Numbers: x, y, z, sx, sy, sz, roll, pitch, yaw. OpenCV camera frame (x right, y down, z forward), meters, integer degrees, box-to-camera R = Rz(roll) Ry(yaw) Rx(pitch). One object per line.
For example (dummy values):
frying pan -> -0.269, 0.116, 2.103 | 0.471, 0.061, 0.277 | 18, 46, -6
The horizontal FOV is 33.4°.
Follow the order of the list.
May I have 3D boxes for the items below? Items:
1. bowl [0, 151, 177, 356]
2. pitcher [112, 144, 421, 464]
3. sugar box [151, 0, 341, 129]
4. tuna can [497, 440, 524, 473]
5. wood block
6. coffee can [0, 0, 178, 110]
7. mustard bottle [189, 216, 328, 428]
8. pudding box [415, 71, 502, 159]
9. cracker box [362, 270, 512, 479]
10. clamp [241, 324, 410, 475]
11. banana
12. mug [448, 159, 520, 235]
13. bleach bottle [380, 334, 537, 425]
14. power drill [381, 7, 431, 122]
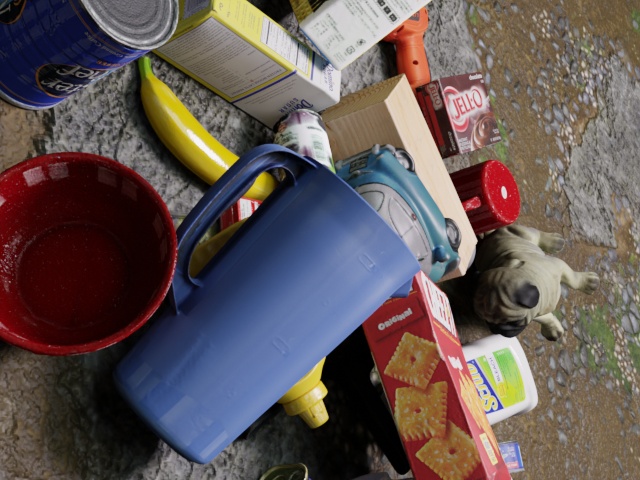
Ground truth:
bowl -> -0.189, 0.016, 0.805 | 0.162, 0.055, 0.162 | 2, 68, -5
pitcher -> -0.053, 0.051, 0.850 | 0.149, 0.243, 0.145 | 43, -6, 16
sugar box -> -0.071, -0.175, 1.029 | 0.176, 0.094, 0.048 | 28, 55, -42
tuna can -> 0.176, 0.241, 1.160 | 0.085, 0.086, 0.034 | 6, 70, -49
wood block -> 0.082, -0.058, 1.140 | 0.206, 0.091, 0.090 | 64, 27, -17
coffee can -> -0.196, -0.174, 0.841 | 0.102, 0.141, 0.103 | 22, 59, -44
mustard bottle -> -0.050, 0.081, 0.945 | 0.096, 0.058, 0.191 | -32, 92, -20
pudding box -> 0.164, -0.148, 1.255 | 0.113, 0.039, 0.090 | -21, 95, -55
cracker box -> 0.108, 0.140, 1.002 | 0.164, 0.072, 0.214 | 41, 29, -68
clamp -> 0.022, 0.123, 1.025 | 0.164, 0.036, 0.210 | 21, 49, -8
banana -> -0.103, -0.087, 0.999 | 0.197, 0.037, 0.069 | 45, 45, -29
mug -> 0.181, -0.047, 1.284 | 0.117, 0.082, 0.093 | -18, 89, -51
bleach bottle -> 0.142, 0.176, 1.166 | 0.250, 0.068, 0.102 | -15, 87, -49
power drill -> 0.093, -0.186, 1.258 | 0.184, 0.057, 0.187 | -5, 82, -55
